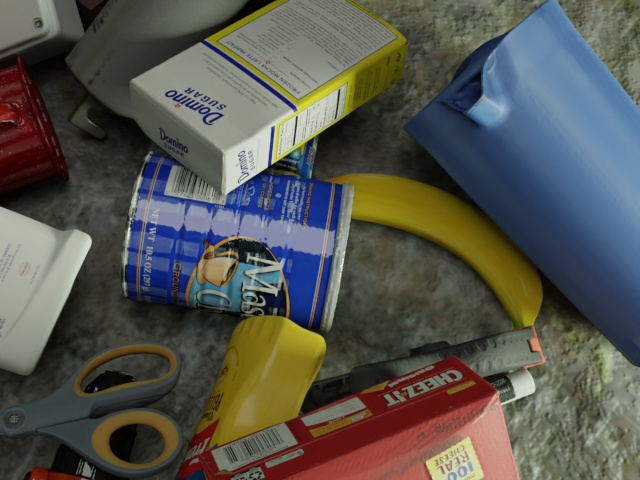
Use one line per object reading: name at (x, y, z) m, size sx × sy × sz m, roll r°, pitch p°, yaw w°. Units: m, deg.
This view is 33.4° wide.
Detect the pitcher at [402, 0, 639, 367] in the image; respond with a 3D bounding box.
pitcher at (0.184, -0.038, 0.737) m, size 0.149 × 0.145 × 0.243 m, roll -41°, pitch 91°, yaw -22°

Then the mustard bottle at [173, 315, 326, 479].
mustard bottle at (-0.060, 0.144, 0.670) m, size 0.058 × 0.096 × 0.191 m, roll 28°, pitch 69°, yaw -15°

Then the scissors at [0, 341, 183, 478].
scissors at (-0.172, 0.125, 0.652) m, size 0.201 × 0.016 × 0.096 m, roll -23°, pitch 66°, yaw -18°

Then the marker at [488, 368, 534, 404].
marker at (0.090, 0.118, 0.734) m, size 0.121 × 0.020 × 0.020 m, roll -20°, pitch 72°, yaw -12°

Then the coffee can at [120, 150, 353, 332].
coffee can at (-0.055, 0.001, 0.723) m, size 0.140 × 0.103 × 0.103 m, roll 9°, pitch 68°, yaw -1°

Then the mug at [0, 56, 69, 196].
mug at (-0.229, -0.072, 0.734) m, size 0.081 × 0.117 × 0.093 m, roll -20°, pitch 91°, yaw -7°

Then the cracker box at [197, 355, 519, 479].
cracker box at (0.041, 0.196, 0.615) m, size 0.164 × 0.072 × 0.214 m, roll -19°, pitch 107°, yaw -11°

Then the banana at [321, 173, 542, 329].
banana at (0.088, -0.001, 0.771) m, size 0.198 × 0.037 × 0.069 m, roll 36°, pitch 68°, yaw 9°

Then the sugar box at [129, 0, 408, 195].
sugar box at (-0.032, -0.108, 0.723) m, size 0.093 × 0.048 × 0.176 m, roll 39°, pitch 58°, yaw 24°

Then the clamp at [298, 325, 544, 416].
clamp at (0.067, 0.089, 0.714) m, size 0.171 × 0.120 × 0.039 m, roll -6°, pitch 84°, yaw -30°

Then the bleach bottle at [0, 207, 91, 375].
bleach bottle at (-0.278, -0.006, 0.662) m, size 0.250 × 0.068 × 0.102 m, roll 24°, pitch 79°, yaw -10°
